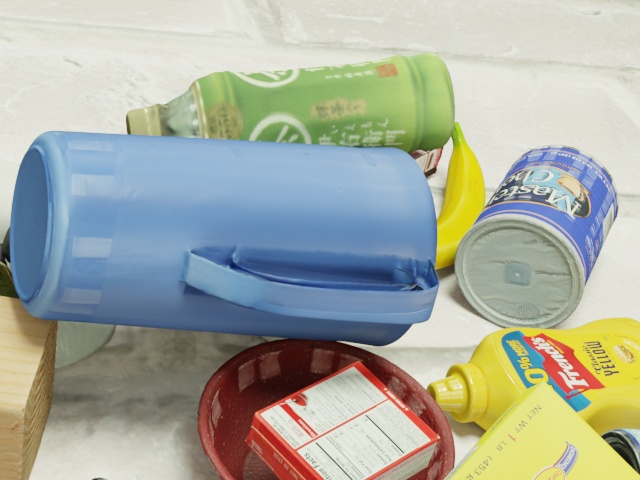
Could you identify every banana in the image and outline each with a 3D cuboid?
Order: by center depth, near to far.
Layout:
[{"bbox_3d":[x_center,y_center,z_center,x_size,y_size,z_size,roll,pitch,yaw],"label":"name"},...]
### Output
[{"bbox_3d":[0.111,-0.024,0.923,0.069,0.037,0.197,44,37,-17],"label":"banana"}]

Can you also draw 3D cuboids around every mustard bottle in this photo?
[{"bbox_3d":[0.164,0.103,0.767,0.191,0.058,0.096,-3,44,-21],"label":"mustard bottle"}]

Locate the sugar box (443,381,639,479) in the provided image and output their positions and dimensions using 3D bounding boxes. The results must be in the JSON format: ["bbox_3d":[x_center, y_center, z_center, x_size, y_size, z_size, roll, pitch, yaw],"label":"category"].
[{"bbox_3d":[0.155,0.175,0.601,0.176,0.048,0.093,44,74,10],"label":"sugar box"}]

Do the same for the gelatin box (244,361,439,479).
[{"bbox_3d":[0.013,0.117,0.623,0.089,0.030,0.073,-22,50,-38],"label":"gelatin box"}]

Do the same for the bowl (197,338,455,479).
[{"bbox_3d":[0.000,0.135,0.669,0.162,0.055,0.162,9,36,-7],"label":"bowl"}]

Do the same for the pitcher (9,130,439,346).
[{"bbox_3d":[-0.054,0.001,0.649,0.242,0.149,0.145,3,66,-29],"label":"pitcher"}]

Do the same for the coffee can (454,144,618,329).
[{"bbox_3d":[0.181,-0.005,0.880,0.103,0.103,0.140,24,37,14],"label":"coffee can"}]
